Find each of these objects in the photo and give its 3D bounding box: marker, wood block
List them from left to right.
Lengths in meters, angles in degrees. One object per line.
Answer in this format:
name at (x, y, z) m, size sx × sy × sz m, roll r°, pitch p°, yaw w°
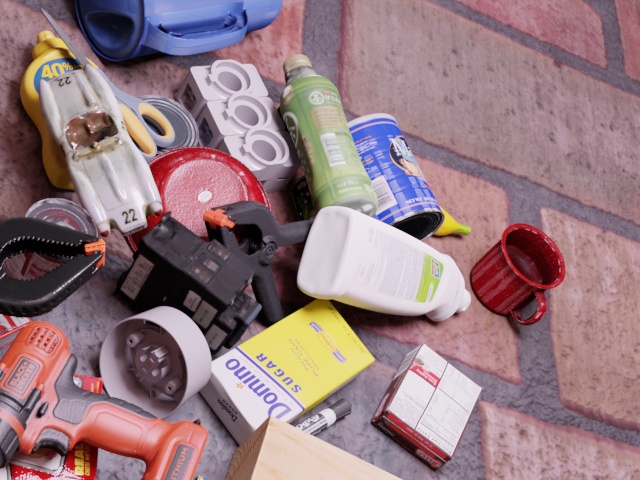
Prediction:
marker at (-0.012, 0.191, 1.085) m, size 0.120 × 0.020 × 0.020 m, roll -24°, pitch 73°, yaw -41°
wood block at (0.015, 0.260, 1.001) m, size 0.206 × 0.091 × 0.090 m, roll 28°, pitch 46°, yaw -11°

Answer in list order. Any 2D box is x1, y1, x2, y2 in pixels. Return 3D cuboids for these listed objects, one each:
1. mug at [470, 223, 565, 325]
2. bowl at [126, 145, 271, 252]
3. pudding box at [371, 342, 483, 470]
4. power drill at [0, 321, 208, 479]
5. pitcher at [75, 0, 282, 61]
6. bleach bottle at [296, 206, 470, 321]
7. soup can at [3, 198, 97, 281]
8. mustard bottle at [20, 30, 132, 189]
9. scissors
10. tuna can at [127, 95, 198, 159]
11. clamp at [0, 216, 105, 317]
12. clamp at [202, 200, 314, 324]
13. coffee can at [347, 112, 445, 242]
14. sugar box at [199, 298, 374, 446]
mug at (0.242, 0.049, 1.305) m, size 0.093 × 0.082 × 0.117 m, roll 0°, pitch 58°, yaw -32°
bowl at (-0.125, -0.035, 1.121) m, size 0.162 × 0.055 × 0.162 m, roll 4°, pitch 70°, yaw -13°
pudding box at (0.118, 0.179, 1.162) m, size 0.090 × 0.039 × 0.113 m, roll 38°, pitch 48°, yaw -3°
power drill at (-0.196, 0.170, 0.856) m, size 0.187 × 0.057 × 0.184 m, roll 30°, pitch 44°, yaw -8°
pitcher at (-0.155, -0.289, 1.277) m, size 0.242 × 0.145 × 0.149 m, roll -19°, pitch 96°, yaw -43°
bleach bottle at (0.086, 0.044, 1.190) m, size 0.250 × 0.068 × 0.102 m, roll 24°, pitch 79°, yaw -45°
soup can at (-0.257, 0.016, 1.003) m, size 0.068 × 0.102 × 0.068 m, roll 16°, pitch 50°, yaw -21°
mustard bottle at (-0.269, -0.147, 1.148) m, size 0.096 × 0.058 × 0.192 m, roll -10°, pitch 63°, yaw -32°
scissors at (-0.223, -0.168, 1.151) m, size 0.096 × 0.016 × 0.202 m, roll -9°, pitch 65°, yaw -57°
tuna can at (-0.182, -0.120, 1.198) m, size 0.086 × 0.034 × 0.086 m, roll 17°, pitch 50°, yaw -21°
clamp at (-0.291, 0.020, 0.907) m, size 0.209 × 0.036 × 0.164 m, roll -17°, pitch 65°, yaw -22°
clamp at (-0.057, 0.001, 1.100) m, size 0.039 × 0.171 × 0.120 m, roll 12°, pitch 66°, yaw 31°
coffee can at (0.072, -0.065, 1.269) m, size 0.102 × 0.103 × 0.140 m, roll -8°, pitch 62°, yaw -36°
sugar box at (-0.034, 0.133, 1.095) m, size 0.175 × 0.048 × 0.093 m, roll -29°, pitch 75°, yaw -43°
